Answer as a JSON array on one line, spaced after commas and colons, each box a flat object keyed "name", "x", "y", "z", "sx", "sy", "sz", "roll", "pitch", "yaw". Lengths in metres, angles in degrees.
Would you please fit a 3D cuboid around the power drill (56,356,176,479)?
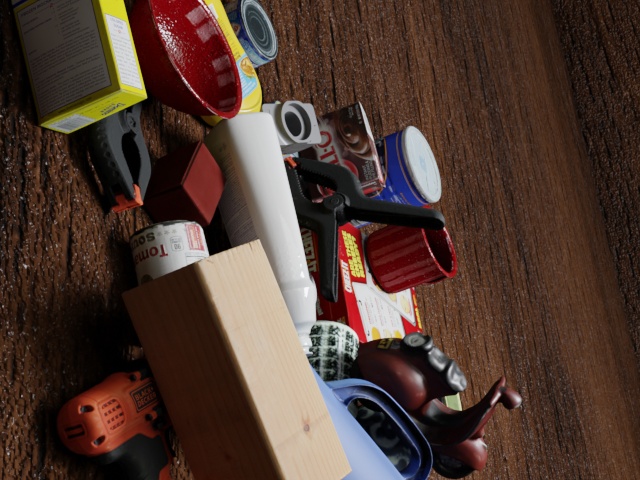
[{"name": "power drill", "x": -0.125, "y": 0.188, "z": 0.882, "sx": 0.184, "sy": 0.057, "sz": 0.187, "roll": -25, "pitch": 92, "yaw": -62}]

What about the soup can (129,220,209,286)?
[{"name": "soup can", "x": -0.130, "y": 0.040, "z": 0.962, "sx": 0.068, "sy": 0.069, "sz": 0.102, "roll": 15, "pitch": 59, "yaw": -62}]

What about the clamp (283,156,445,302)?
[{"name": "clamp", "x": 0.030, "y": -0.036, "z": 1.223, "sx": 0.210, "sy": 0.164, "sz": 0.036, "roll": 53, "pitch": -15, "yaw": 39}]

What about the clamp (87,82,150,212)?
[{"name": "clamp", "x": -0.193, "y": -0.112, "z": 0.977, "sx": 0.120, "sy": 0.039, "sz": 0.171, "roll": 34, "pitch": 39, "yaw": -53}]

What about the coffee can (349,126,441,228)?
[{"name": "coffee can", "x": 0.072, "y": -0.077, "z": 1.390, "sx": 0.102, "sy": 0.140, "sz": 0.103, "roll": 45, "pitch": 35, "yaw": -44}]

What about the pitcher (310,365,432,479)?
[{"name": "pitcher", "x": -0.004, "y": 0.203, "z": 1.027, "sx": 0.242, "sy": 0.145, "sz": 0.149, "roll": 56, "pitch": 31, "yaw": -24}]

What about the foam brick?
[{"name": "foam brick", "x": -0.133, "y": -0.050, "z": 1.042, "sx": 0.051, "sy": 0.053, "sz": 0.078, "roll": 56, "pitch": 29, "yaw": -29}]

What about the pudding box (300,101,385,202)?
[{"name": "pudding box", "x": 0.024, "y": -0.105, "z": 1.333, "sx": 0.039, "sy": 0.090, "sz": 0.113, "roll": 46, "pitch": 28, "yaw": -62}]

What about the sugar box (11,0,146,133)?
[{"name": "sugar box", "x": -0.215, "y": -0.191, "z": 0.922, "sx": 0.048, "sy": 0.093, "sz": 0.176, "roll": 11, "pitch": 63, "yaw": -63}]

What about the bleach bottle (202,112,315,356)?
[{"name": "bleach bottle", "x": -0.057, "y": 0.001, "z": 1.089, "sx": 0.068, "sy": 0.103, "sz": 0.251, "roll": -9, "pitch": 74, "yaw": -26}]

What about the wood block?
[{"name": "wood block", "x": -0.067, "y": 0.115, "z": 0.865, "sx": 0.090, "sy": 0.090, "sz": 0.206, "roll": -20, "pitch": 88, "yaw": -56}]

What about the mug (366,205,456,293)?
[{"name": "mug", "x": 0.115, "y": 0.020, "z": 1.307, "sx": 0.117, "sy": 0.082, "sz": 0.093, "roll": 40, "pitch": 35, "yaw": -45}]

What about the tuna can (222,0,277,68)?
[{"name": "tuna can", "x": -0.088, "y": -0.256, "z": 1.312, "sx": 0.086, "sy": 0.034, "sz": 0.086, "roll": 45, "pitch": 35, "yaw": -44}]

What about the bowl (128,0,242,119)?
[{"name": "bowl", "x": -0.142, "y": -0.184, "z": 1.054, "sx": 0.162, "sy": 0.055, "sz": 0.162, "roll": 52, "pitch": 25, "yaw": -37}]

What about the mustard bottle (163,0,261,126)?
[{"name": "mustard bottle", "x": -0.114, "y": -0.184, "z": 1.172, "sx": 0.191, "sy": 0.058, "sz": 0.096, "roll": 62, "pitch": 36, "yaw": -19}]

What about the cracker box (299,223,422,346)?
[{"name": "cracker box", "x": 0.051, "y": 0.081, "z": 1.313, "sx": 0.213, "sy": 0.072, "sz": 0.164, "roll": 32, "pitch": 43, "yaw": -53}]
